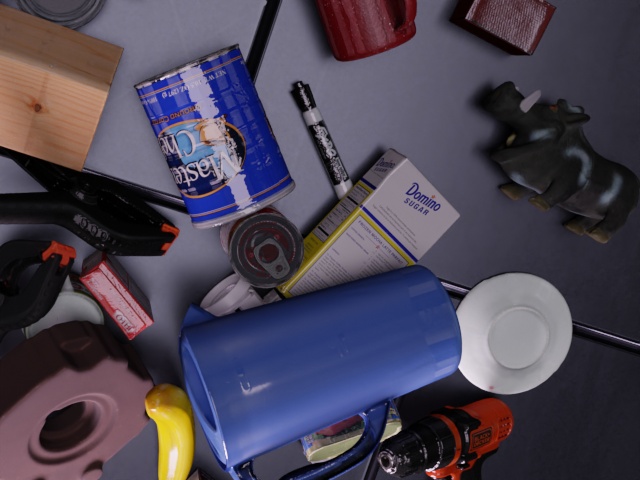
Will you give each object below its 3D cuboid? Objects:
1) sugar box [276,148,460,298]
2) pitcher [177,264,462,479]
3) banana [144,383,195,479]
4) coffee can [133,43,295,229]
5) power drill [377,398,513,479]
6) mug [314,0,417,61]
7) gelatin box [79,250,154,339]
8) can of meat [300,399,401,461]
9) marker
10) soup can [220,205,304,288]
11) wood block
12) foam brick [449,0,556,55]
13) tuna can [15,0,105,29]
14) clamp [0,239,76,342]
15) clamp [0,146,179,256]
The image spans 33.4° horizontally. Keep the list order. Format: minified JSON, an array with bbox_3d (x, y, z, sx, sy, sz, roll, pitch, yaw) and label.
[{"bbox_3d":[0.043,0.006,1.035,0.176,0.048,0.093,-47,119,-3],"label":"sugar box"},{"bbox_3d":[0.003,0.116,0.959,0.242,0.145,0.149,-17,124,-15],"label":"pitcher"},{"bbox_3d":[-0.139,0.182,1.002,0.037,0.069,0.198,4,137,1],"label":"banana"},{"bbox_3d":[-0.095,-0.094,0.970,0.102,0.103,0.140,-23,102,-6],"label":"coffee can"},{"bbox_3d":[0.120,0.258,1.057,0.184,0.057,0.188,-9,109,-43],"label":"power drill"},{"bbox_3d":[0.047,-0.215,0.973,0.093,0.117,0.081,-31,110,-32],"label":"mug"},{"bbox_3d":[-0.188,0.047,0.984,0.030,0.089,0.073,-37,104,-3],"label":"gelatin box"},{"bbox_3d":[0.020,0.160,1.038,0.102,0.057,0.084,-17,65,-7],"label":"can of meat"},{"bbox_3d":[0.002,-0.097,1.030,0.020,0.020,0.121,-26,103,-5],"label":"marker"},{"bbox_3d":[-0.057,0.001,0.993,0.068,0.102,0.068,-2,100,-10],"label":"soup can"},{"bbox_3d":[-0.287,-0.147,0.919,0.206,0.090,0.091,19,122,-13],"label":"wood block"},{"bbox_3d":[0.174,-0.217,1.024,0.078,0.053,0.051,25,94,-14],"label":"foam brick"},{"bbox_3d":[-0.233,-0.232,0.957,0.086,0.034,0.086,-2,100,-10],"label":"tuna can"},{"bbox_3d":[-0.286,0.062,0.946,0.172,0.039,0.120,-27,75,22],"label":"clamp"},{"bbox_3d":[-0.225,-0.043,0.961,0.209,0.164,0.036,21,120,-34],"label":"clamp"}]
